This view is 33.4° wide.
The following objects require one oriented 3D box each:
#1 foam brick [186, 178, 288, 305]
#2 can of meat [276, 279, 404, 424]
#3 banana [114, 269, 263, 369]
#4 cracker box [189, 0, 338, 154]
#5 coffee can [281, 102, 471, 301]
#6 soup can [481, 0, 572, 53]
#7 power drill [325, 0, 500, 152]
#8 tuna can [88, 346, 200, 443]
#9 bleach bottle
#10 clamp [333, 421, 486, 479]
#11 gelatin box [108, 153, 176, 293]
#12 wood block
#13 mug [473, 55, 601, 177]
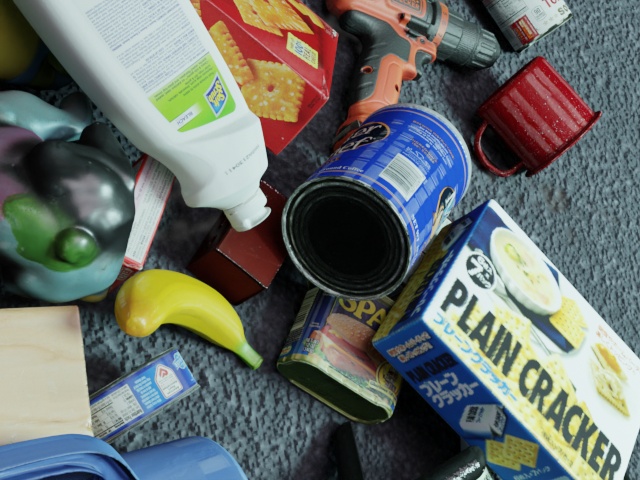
[{"bbox_3d":[-0.055,0.001,0.824,0.051,0.053,0.078,39,55,-14],"label":"foam brick"},{"bbox_3d":[0.024,0.085,0.840,0.102,0.058,0.084,34,59,-18],"label":"can of meat"},{"bbox_3d":[-0.096,0.048,0.739,0.070,0.197,0.037,39,94,24],"label":"banana"},{"bbox_3d":[-0.086,-0.182,0.821,0.213,0.072,0.164,39,24,-14],"label":"cracker box"},{"bbox_3d":[0.046,-0.032,0.820,0.103,0.103,0.140,50,38,-7],"label":"coffee can"},{"bbox_3d":[0.197,-0.248,1.072,0.068,0.069,0.102,-38,94,-37],"label":"soup can"},{"bbox_3d":[0.084,-0.142,0.967,0.184,0.057,0.187,17,61,-22],"label":"power drill"},{"bbox_3d":[-0.126,0.107,0.717,0.086,0.086,0.034,-30,88,-37],"label":"tuna can"},{"bbox_3d":[-0.115,-0.109,0.714,0.102,0.068,0.250,-41,112,-24],"label":"bleach bottle"},{"bbox_3d":[0.032,0.193,0.767,0.171,0.120,0.039,-42,128,-43],"label":"clamp"},{"bbox_3d":[-0.139,-0.010,0.762,0.030,0.073,0.089,28,59,-21],"label":"gelatin box"},{"bbox_3d":[-0.253,0.096,0.638,0.205,0.091,0.090,0,73,-33],"label":"wood block"},{"bbox_3d":[0.196,-0.112,1.015,0.117,0.093,0.081,-42,92,0],"label":"mug"}]
